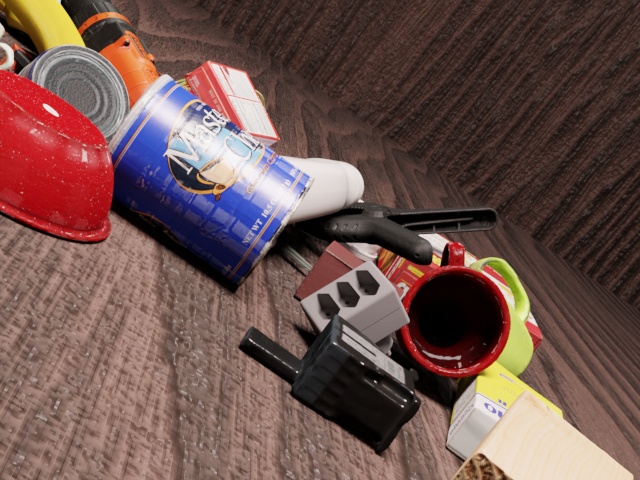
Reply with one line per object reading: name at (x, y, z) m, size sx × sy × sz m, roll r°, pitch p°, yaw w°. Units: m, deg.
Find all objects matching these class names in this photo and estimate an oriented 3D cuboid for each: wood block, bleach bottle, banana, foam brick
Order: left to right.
banana at (-0.235, -0.175, 0.888) m, size 0.069 × 0.037 × 0.198 m, roll 8°, pitch 46°, yaw -50°
bleach bottle at (-0.019, -0.050, 1.007) m, size 0.103 × 0.068 × 0.250 m, roll 6°, pitch 6°, yaw 26°
foam brick at (0.025, 0.046, 0.919) m, size 0.078 × 0.051 × 0.053 m, roll 36°, pitch 12°, yaw 5°
wood block at (0.113, 0.160, 0.602) m, size 0.091 × 0.090 × 0.206 m, roll 38°, pitch 11°, yaw 13°

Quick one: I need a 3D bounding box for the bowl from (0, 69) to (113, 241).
bowl at (-0.198, -0.068, 0.719) m, size 0.162 × 0.055 × 0.162 m, roll 35°, pitch 11°, yaw -8°

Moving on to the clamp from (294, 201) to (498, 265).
clamp at (0.068, -0.017, 1.102) m, size 0.210 × 0.036 × 0.164 m, roll 10°, pitch 18°, yaw 38°

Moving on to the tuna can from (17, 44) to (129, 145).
tuna can at (-0.191, -0.107, 0.824) m, size 0.086 × 0.086 × 0.034 m, roll 29°, pitch -31°, yaw -30°

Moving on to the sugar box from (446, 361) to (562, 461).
sugar box at (0.155, 0.153, 0.876) m, size 0.093 × 0.048 × 0.176 m, roll 36°, pitch 10°, yaw 3°

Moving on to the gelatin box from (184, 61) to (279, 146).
gelatin box at (-0.078, -0.117, 0.950) m, size 0.073 × 0.030 × 0.089 m, roll 63°, pitch 17°, yaw 7°

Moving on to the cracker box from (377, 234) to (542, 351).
cracker box at (0.145, 0.059, 1.177) m, size 0.164 × 0.072 × 0.213 m, roll 33°, pitch 12°, yaw -4°

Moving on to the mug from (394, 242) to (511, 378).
mug at (0.109, 0.060, 0.921) m, size 0.093 × 0.117 × 0.081 m, roll 3°, pitch -7°, yaw -4°

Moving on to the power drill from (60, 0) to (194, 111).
power drill at (-0.150, -0.143, 0.979) m, size 0.187 × 0.057 × 0.184 m, roll 31°, pitch 23°, yaw -54°

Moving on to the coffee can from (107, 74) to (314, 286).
coffee can at (-0.090, -0.046, 0.822) m, size 0.140 × 0.103 × 0.103 m, roll 35°, pitch 11°, yaw -4°
